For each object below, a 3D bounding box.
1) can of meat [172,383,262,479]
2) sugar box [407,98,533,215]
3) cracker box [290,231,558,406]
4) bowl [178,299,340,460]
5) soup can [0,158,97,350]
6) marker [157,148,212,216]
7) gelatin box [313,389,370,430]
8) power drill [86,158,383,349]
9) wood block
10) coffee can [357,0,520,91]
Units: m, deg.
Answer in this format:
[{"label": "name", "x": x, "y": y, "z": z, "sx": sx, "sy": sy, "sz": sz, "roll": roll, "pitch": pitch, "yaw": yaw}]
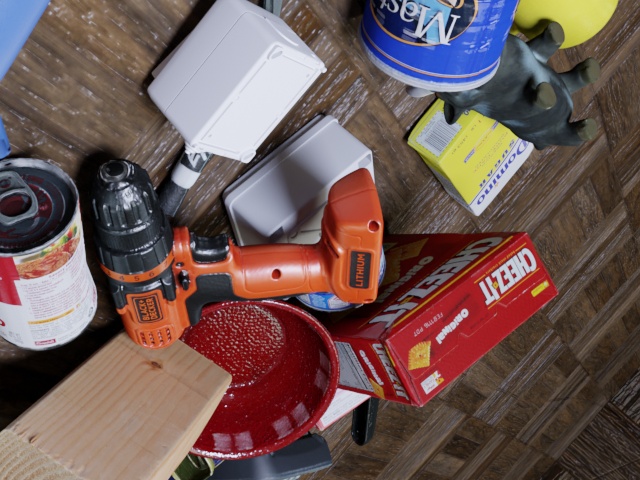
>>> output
[{"label": "can of meat", "x": -0.094, "y": 0.170, "z": 0.958, "sx": 0.083, "sy": 0.057, "sz": 0.102, "roll": -35, "pitch": 173, "yaw": -31}, {"label": "sugar box", "x": 0.145, "y": -0.090, "z": 0.998, "sx": 0.093, "sy": 0.048, "sz": 0.176, "roll": -51, "pitch": 153, "yaw": 2}, {"label": "cracker box", "x": 0.072, "y": 0.059, "z": 0.932, "sx": 0.164, "sy": 0.072, "sz": 0.214, "roll": -36, "pitch": -165, "yaw": -24}, {"label": "bowl", "x": -0.068, "y": 0.101, "z": 0.875, "sx": 0.162, "sy": 0.055, "sz": 0.162, "roll": -6, "pitch": 122, "yaw": -10}, {"label": "soup can", "x": -0.169, "y": 0.010, "z": 0.621, "sx": 0.068, "sy": 0.069, "sz": 0.102, "roll": -35, "pitch": 153, "yaw": -25}, {"label": "marker", "x": -0.078, "y": -0.065, "z": 0.713, "sx": 0.121, "sy": 0.020, "sz": 0.020, "roll": -56, "pitch": 154, "yaw": 17}, {"label": "gelatin box", "x": 0.012, "y": 0.138, "z": 0.988, "sx": 0.089, "sy": 0.030, "sz": 0.073, "roll": -32, "pitch": -167, "yaw": -25}, {"label": "power drill", "x": -0.055, "y": 0.001, "z": 0.713, "sx": 0.187, "sy": 0.057, "sz": 0.184, "roll": -7, "pitch": 146, "yaw": -4}, {"label": "wood block", "x": -0.146, "y": 0.140, "z": 0.727, "sx": 0.090, "sy": 0.091, "sz": 0.206, "roll": -58, "pitch": 177, "yaw": 20}, {"label": "coffee can", "x": 0.088, "y": -0.185, "z": 0.706, "sx": 0.102, "sy": 0.103, "sz": 0.140, "roll": -29, "pitch": 149, "yaw": -35}]
